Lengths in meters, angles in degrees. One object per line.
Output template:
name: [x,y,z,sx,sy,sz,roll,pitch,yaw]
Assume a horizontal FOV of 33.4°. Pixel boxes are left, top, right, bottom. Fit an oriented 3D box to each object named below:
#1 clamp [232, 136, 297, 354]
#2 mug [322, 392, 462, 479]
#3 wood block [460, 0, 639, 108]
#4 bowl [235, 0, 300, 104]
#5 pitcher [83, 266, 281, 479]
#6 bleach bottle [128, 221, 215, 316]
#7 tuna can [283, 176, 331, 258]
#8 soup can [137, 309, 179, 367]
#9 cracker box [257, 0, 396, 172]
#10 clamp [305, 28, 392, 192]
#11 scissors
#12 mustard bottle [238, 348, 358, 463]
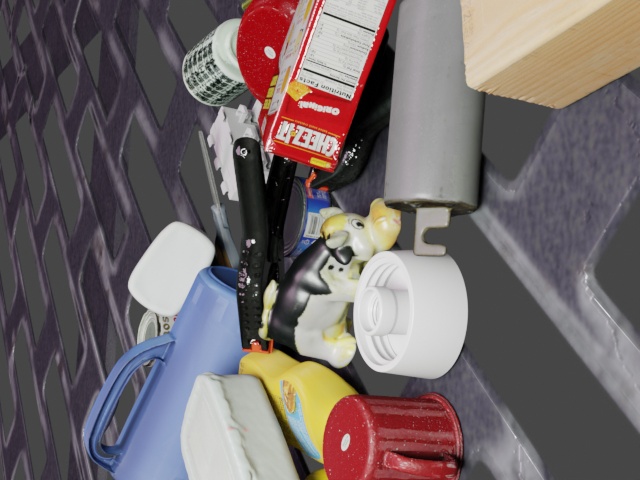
clamp: [-0.057,0.001,1.000,0.164,0.036,0.210,17,-102,-77]
mug: [0.060,0.167,0.843,0.117,0.081,0.093,14,95,62]
wood block: [0.188,-0.169,0.687,0.206,0.090,0.090,-28,59,56]
bowl: [-0.034,-0.190,1.073,0.162,0.055,0.162,15,113,39]
pitcher: [-0.130,0.152,1.116,0.145,0.149,0.243,27,101,17]
bleach bottle: [-0.168,0.031,1.250,0.102,0.068,0.251,-56,4,-4]
tuna can: [-0.023,-0.023,1.098,0.086,0.033,0.086,-26,60,57]
soup can: [-0.152,0.115,1.227,0.069,0.102,0.068,-27,59,57]
cracker box: [0.012,-0.181,0.939,0.164,0.072,0.214,-108,37,-74]
clamp: [0.037,-0.107,1.004,0.120,0.039,0.172,-108,36,-55]
scissors: [-0.117,-0.025,1.215,0.096,0.016,0.202,-173,68,-74]
mustard bottle: [-0.008,0.156,0.982,0.192,0.058,0.096,6,116,61]
